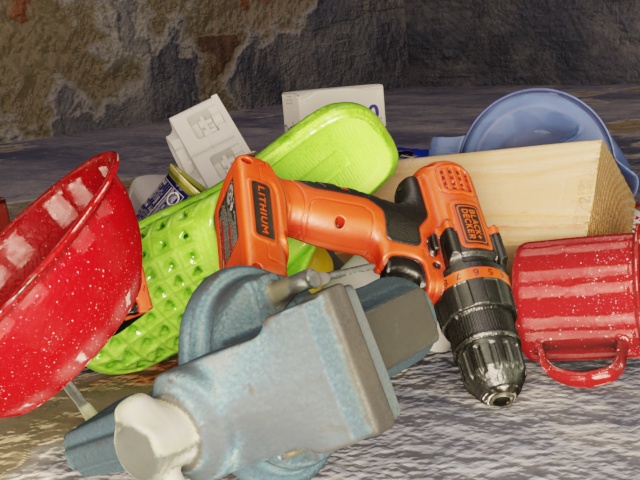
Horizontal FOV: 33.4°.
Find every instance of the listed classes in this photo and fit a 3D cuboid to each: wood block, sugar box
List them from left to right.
[{"bbox_3d":[0.019,-0.058,1.020,0.093,0.176,0.048,-10,12,-25],"label":"sugar box"},{"bbox_3d":[0.128,-0.011,0.837,0.206,0.090,0.090,-3,-32,34],"label":"wood block"}]

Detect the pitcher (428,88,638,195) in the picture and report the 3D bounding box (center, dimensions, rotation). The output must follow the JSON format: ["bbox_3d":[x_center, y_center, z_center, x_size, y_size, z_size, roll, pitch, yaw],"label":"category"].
[{"bbox_3d":[0.214,-0.062,1.002,0.145,0.149,0.242,-37,-14,18],"label":"pitcher"}]

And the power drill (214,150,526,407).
[{"bbox_3d":[0.032,0.018,0.670,0.187,0.057,0.184,7,47,-21],"label":"power drill"}]

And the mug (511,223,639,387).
[{"bbox_3d":[0.173,0.047,0.700,0.082,0.093,0.117,-5,47,22],"label":"mug"}]

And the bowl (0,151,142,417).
[{"bbox_3d":[-0.138,0.032,0.516,0.162,0.055,0.162,-38,20,16],"label":"bowl"}]
